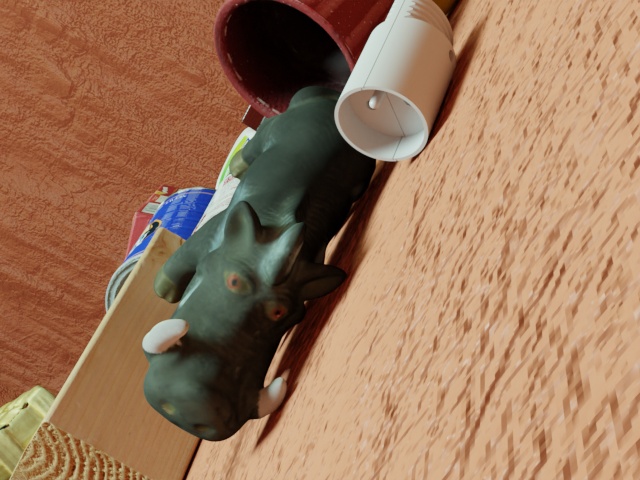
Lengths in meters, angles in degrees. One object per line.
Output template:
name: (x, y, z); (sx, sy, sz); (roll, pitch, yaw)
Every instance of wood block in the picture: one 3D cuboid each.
wood block: (-0.120, 0.097, 0.721); (0.090, 0.090, 0.206); (-56, 9, 35)

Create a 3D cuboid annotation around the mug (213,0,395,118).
mug: (0.011, -0.117, 0.594); (0.081, 0.117, 0.093); (-54, -29, -35)

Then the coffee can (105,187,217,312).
coffee can: (-0.114, 0.027, 0.914); (0.103, 0.102, 0.140); (-57, 7, 25)
